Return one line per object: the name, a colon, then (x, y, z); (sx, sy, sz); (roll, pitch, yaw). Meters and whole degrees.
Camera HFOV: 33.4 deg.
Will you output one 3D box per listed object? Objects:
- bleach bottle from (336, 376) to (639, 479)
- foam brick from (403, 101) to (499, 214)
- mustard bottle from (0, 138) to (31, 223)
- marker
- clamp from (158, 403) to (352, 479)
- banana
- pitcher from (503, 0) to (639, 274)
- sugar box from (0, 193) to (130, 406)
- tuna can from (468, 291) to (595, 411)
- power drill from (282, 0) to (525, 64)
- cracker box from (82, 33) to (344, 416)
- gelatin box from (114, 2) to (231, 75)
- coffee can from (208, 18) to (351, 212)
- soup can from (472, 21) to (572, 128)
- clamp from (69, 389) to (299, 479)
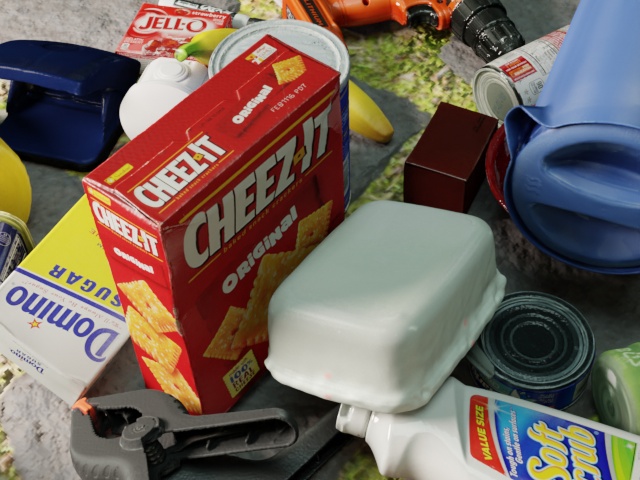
bleach bottle: (0.129, 0.148, 0.649); (0.251, 0.068, 0.102); (18, 47, 10)
foam brick: (0.105, -0.063, 0.856); (0.053, 0.051, 0.078); (20, 54, 17)
mustard bottle: (-0.306, -0.088, 0.865); (0.058, 0.096, 0.192); (-33, 56, -23)
marker: (-0.096, -0.211, 1.011); (0.121, 0.020, 0.020); (17, 52, 16)
clamp: (-0.032, 0.179, 0.665); (0.209, 0.036, 0.164); (-12, 48, -11)
banana: (-0.029, -0.135, 0.895); (0.197, 0.037, 0.069); (18, 48, -18)
pitcher: (0.230, -0.096, 0.766); (0.145, 0.149, 0.242); (3, 45, 25)
sugar box: (-0.159, 0.023, 0.777); (0.093, 0.048, 0.176); (37, 54, -4)
tuna can: (0.147, 0.078, 0.745); (0.086, 0.034, 0.086); (-1, 50, 1)
power drill: (0.072, -0.198, 0.971); (0.187, 0.057, 0.184); (-18, 51, -15)
cracker box: (-0.055, 0.001, 0.701); (0.072, 0.214, 0.164); (30, 57, 25)
gelatin box: (-0.134, -0.182, 0.981); (0.089, 0.030, 0.073); (11, 51, 11)
coffee can: (-0.028, -0.083, 0.819); (0.103, 0.140, 0.103); (-1, 50, 1)
soup can: (0.188, -0.135, 0.903); (0.102, 0.068, 0.069); (-27, 54, -19)
clamp: (-0.108, 0.136, 0.660); (0.172, 0.039, 0.120); (1, 26, 41)
